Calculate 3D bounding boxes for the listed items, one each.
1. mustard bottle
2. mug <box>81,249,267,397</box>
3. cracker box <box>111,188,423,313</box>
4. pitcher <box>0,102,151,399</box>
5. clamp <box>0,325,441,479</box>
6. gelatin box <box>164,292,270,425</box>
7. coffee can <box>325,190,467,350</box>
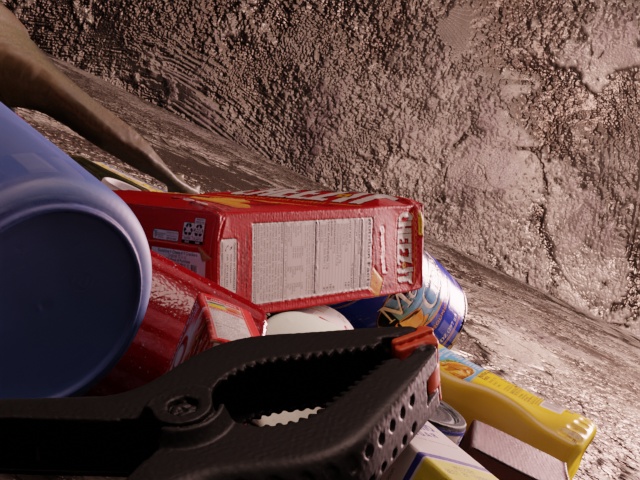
[{"bbox_3d":[0.114,0.122,0.826,0.192,0.058,0.096,28,9,20],"label":"mustard bottle"},{"bbox_3d":[-0.082,0.051,0.553,0.081,0.093,0.117,28,8,-14],"label":"mug"},{"bbox_3d":[-0.055,0.001,0.727,0.164,0.072,0.213,7,8,39],"label":"cracker box"},{"bbox_3d":[-0.187,-0.025,0.494,0.243,0.145,0.149,30,4,43],"label":"pitcher"},{"bbox_3d":[-0.054,0.070,0.372,0.209,0.036,0.165,-20,29,-29],"label":"clamp"},{"bbox_3d":[-0.055,0.075,0.462,0.030,0.089,0.073,22,7,-14],"label":"gelatin box"},{"bbox_3d":[0.047,0.037,0.901,0.103,0.103,0.140,32,-7,45],"label":"coffee can"}]
